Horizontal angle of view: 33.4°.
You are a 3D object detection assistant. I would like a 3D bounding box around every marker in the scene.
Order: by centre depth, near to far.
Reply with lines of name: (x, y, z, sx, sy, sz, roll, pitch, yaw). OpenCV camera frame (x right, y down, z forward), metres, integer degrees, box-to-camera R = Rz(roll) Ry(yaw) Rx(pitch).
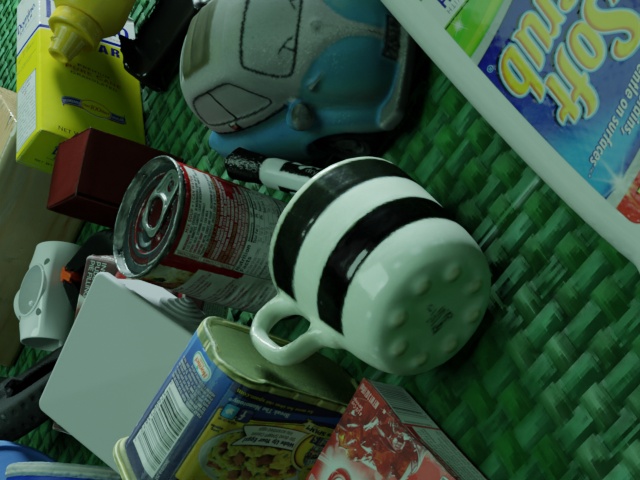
marker: (-0.004, -0.031, 0.575, 0.121, 0.020, 0.020, 17, 88, 33)

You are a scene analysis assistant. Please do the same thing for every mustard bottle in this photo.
mustard bottle: (-0.157, -0.217, 0.831, 0.096, 0.058, 0.191, -6, 53, 53)

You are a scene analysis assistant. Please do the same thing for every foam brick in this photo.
foam brick: (-0.146, -0.040, 0.758, 0.053, 0.078, 0.051, -14, 65, 50)

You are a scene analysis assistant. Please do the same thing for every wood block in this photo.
wood block: (-0.265, -0.010, 0.894, 0.206, 0.090, 0.091, -60, 37, 14)

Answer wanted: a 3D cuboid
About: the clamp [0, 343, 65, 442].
clamp: (-0.234, 0.129, 0.781, 0.210, 0.036, 0.164, -27, 16, 38)

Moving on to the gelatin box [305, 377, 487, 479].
gelatin box: (0.032, 0.117, 0.486, 0.073, 0.030, 0.089, -62, 36, 13)

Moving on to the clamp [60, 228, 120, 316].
clamp: (-0.136, 0.043, 0.742, 0.172, 0.039, 0.120, -9, 70, 56)

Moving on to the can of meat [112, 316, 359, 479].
can of meat: (-0.037, 0.093, 0.530, 0.084, 0.101, 0.057, -57, 38, 15)

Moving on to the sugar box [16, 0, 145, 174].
sugar box: (-0.190, -0.124, 0.843, 0.048, 0.093, 0.176, -40, 46, 35)

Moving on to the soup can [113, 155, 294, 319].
soup can: (-0.054, 0.001, 0.594, 0.069, 0.102, 0.068, -27, 53, 44)
